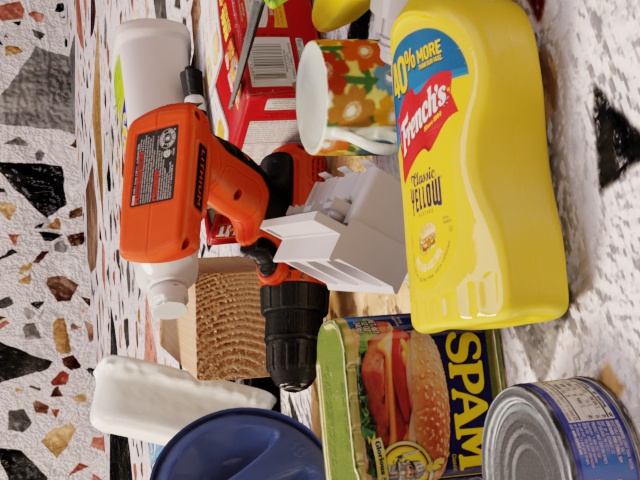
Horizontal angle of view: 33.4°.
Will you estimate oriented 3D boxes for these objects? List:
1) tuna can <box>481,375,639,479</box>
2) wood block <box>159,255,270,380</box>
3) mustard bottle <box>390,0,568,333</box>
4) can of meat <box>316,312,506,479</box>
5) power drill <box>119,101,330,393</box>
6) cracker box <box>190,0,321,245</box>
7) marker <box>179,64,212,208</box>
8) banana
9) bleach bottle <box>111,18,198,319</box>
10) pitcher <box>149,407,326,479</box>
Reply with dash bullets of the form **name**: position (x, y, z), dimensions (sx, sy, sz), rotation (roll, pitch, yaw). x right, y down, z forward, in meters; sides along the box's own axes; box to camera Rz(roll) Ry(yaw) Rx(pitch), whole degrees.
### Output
- **tuna can**: position (0.101, 0.102, 0.455), dimensions (0.086, 0.033, 0.086), rotation (177, 90, -73)
- **wood block**: position (-0.089, 0.066, 0.978), dimensions (0.206, 0.090, 0.091), rotation (-173, 81, -73)
- **mustard bottle**: position (0.068, -0.055, 0.499), dimensions (0.096, 0.058, 0.191), rotation (154, 112, -70)
- **can of meat**: position (0.046, 0.086, 0.548), dimensions (0.057, 0.083, 0.102), rotation (146, 120, -71)
- **power drill**: position (-0.055, 0.001, 0.723), dimensions (0.057, 0.187, 0.184), rotation (-11, 69, 29)
- **cracker box**: position (-0.057, -0.119, 0.877), dimensions (0.214, 0.072, 0.164), rotation (113, 150, -57)
- **marker**: position (-0.098, -0.085, 0.855), dimensions (0.020, 0.020, 0.121), rotation (129, 135, -65)
- **banana**: position (0.010, -0.157, 0.633), dimensions (0.037, 0.070, 0.197), rotation (64, -169, -1)
- **bleach bottle**: position (-0.133, -0.057, 0.881), dimensions (0.103, 0.068, 0.251), rotation (110, 154, -56)
- **pitcher**: position (-0.067, 0.248, 0.813), dimensions (0.144, 0.149, 0.243), rotation (-52, -23, -38)
